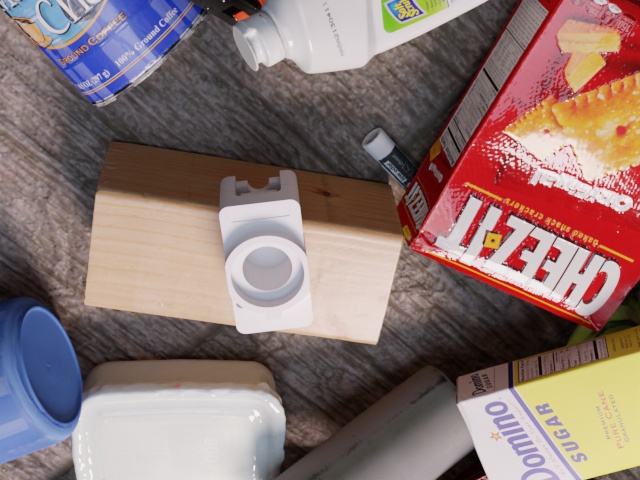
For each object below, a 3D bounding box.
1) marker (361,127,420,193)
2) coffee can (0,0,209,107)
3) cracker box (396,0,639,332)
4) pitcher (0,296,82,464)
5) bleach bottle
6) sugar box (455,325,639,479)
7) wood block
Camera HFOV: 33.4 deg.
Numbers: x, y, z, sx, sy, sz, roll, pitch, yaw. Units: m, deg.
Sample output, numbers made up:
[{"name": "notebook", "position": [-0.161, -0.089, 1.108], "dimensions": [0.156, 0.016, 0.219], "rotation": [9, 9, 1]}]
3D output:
[{"name": "marker", "position": [0.076, -0.035, 0.784], "dimensions": [0.020, 0.020, 0.121], "rotation": [-39, 113, 16]}, {"name": "coffee can", "position": [-0.150, -0.168, 0.653], "dimensions": [0.103, 0.103, 0.140], "rotation": [-36, 114, 15]}, {"name": "cracker box", "position": [0.175, -0.061, 0.726], "dimensions": [0.164, 0.072, 0.214], "rotation": [24, 113, -15]}, {"name": "pitcher", "position": [-0.299, 0.129, 0.784], "dimensions": [0.243, 0.149, 0.145], "rotation": [-18, 106, 10]}, {"name": "bleach bottle", "position": [0.059, -0.179, 0.634], "dimensions": [0.250, 0.068, 0.102], "rotation": [-30, 119, -11]}, {"name": "sugar box", "position": [0.195, 0.120, 0.764], "dimensions": [0.176, 0.048, 0.093], "rotation": [-21, 108, 15]}, {"name": "wood block", "position": [-0.055, 0.000, 0.755], "dimensions": [0.206, 0.091, 0.090], "rotation": [8, 117, -8]}]
